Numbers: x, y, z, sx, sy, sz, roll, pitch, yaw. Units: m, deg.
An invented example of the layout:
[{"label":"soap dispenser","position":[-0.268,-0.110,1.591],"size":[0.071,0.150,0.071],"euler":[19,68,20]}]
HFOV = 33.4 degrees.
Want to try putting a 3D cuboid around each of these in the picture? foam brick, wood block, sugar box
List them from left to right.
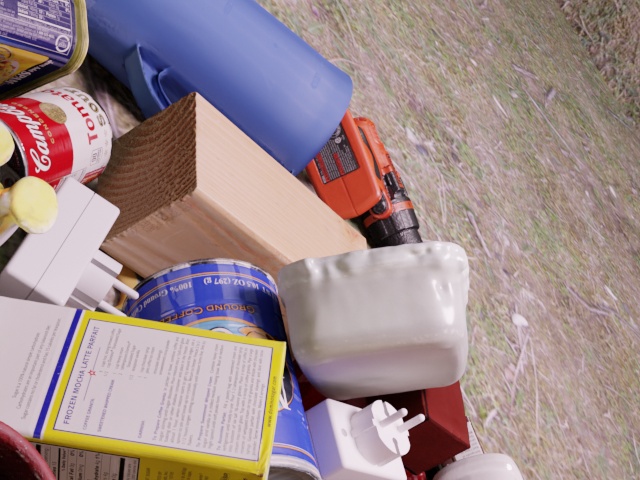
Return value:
[{"label":"sugar box","position":[-0.110,0.083,0.550],"size":[0.176,0.048,0.093],"euler":[8,39,-1]},{"label":"wood block","position":[-0.056,0.001,0.762],"size":[0.205,0.090,0.091],"euler":[39,33,-42]},{"label":"foam brick","position":[0.069,0.119,0.775],"size":[0.051,0.053,0.078],"euler":[37,33,-32]}]

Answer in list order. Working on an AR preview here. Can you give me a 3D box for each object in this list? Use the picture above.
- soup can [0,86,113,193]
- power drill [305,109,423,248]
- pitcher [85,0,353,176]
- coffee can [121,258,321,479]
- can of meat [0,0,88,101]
[{"label":"soup can","position":[-0.183,-0.056,0.666],"size":[0.068,0.069,0.102],"euler":[55,26,-1]},{"label":"power drill","position":[0.043,-0.044,1.003],"size":[0.184,0.057,0.187],"euler":[66,11,13]},{"label":"pitcher","position":[-0.102,-0.146,0.846],"size":[0.242,0.145,0.149],"euler":[38,-4,-24]},{"label":"coffee can","position":[-0.063,0.097,0.651],"size":[0.102,0.103,0.140],"euler":[27,38,-44]},{"label":"can of meat","position":[-0.211,-0.130,0.666],"size":[0.083,0.102,0.057],"euler":[8,72,-53]}]
